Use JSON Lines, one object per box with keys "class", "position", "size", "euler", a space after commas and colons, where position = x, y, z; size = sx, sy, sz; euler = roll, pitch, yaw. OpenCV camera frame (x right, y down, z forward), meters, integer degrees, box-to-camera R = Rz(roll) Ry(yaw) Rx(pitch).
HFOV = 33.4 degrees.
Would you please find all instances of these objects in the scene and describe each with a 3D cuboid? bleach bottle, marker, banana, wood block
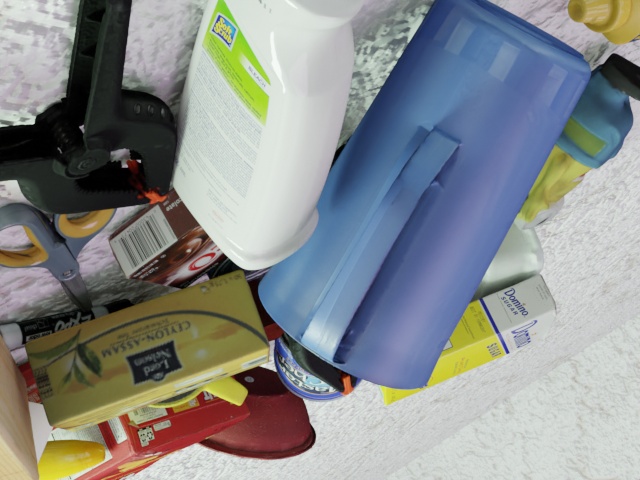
{"class": "bleach bottle", "position": [-0.023, -0.082, 0.559], "size": [0.068, 0.102, 0.251], "euler": [-34, 167, -27]}
{"class": "marker", "position": [-0.194, 0.064, 0.821], "size": [0.120, 0.020, 0.020], "euler": [-11, 154, -44]}
{"class": "banana", "position": [-0.280, 0.196, 0.941], "size": [0.198, 0.037, 0.069], "euler": [-11, -176, 33]}
{"class": "wood block", "position": [-0.253, 0.111, 0.715], "size": [0.090, 0.090, 0.206], "euler": [-11, 158, -11]}

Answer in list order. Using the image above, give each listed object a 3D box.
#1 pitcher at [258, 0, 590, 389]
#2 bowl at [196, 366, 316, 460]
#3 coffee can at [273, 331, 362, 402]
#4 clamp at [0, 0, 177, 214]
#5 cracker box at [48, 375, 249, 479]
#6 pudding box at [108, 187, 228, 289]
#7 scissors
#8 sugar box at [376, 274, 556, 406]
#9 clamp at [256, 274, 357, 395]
{"class": "pitcher", "position": [0.066, -0.032, 0.686], "size": [0.144, 0.149, 0.243], "euler": [17, 111, -32]}
{"class": "bowl", "position": [-0.079, 0.174, 1.144], "size": [0.161, 0.162, 0.055], "euler": [-6, 111, -51]}
{"class": "coffee can", "position": [0.004, 0.097, 1.075], "size": [0.102, 0.103, 0.140], "euler": [-26, 161, -12]}
{"class": "clamp", "position": [-0.142, -0.051, 0.567], "size": [0.164, 0.036, 0.210], "euler": [-30, 162, 1]}
{"class": "cracker box", "position": [-0.199, 0.196, 1.030], "size": [0.214, 0.072, 0.163], "euler": [-33, 167, 31]}
{"class": "pudding box", "position": [-0.081, -0.013, 0.757], "size": [0.113, 0.039, 0.090], "euler": [-33, 163, 12]}
{"class": "scissors", "position": [-0.160, 0.006, 0.724], "size": [0.096, 0.016, 0.201], "euler": [-31, 162, 3]}
{"class": "sugar box", "position": [0.135, 0.097, 1.017], "size": [0.176, 0.048, 0.093], "euler": [-20, 158, -4]}
{"class": "clamp", "position": [0.011, 0.055, 0.950], "size": [0.120, 0.039, 0.171], "euler": [-28, 120, -12]}
